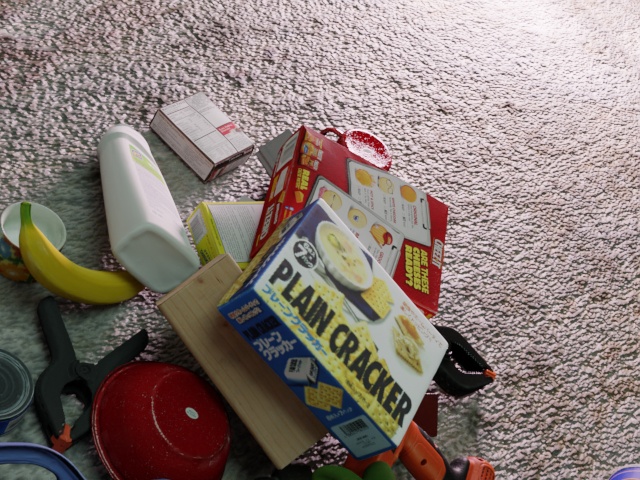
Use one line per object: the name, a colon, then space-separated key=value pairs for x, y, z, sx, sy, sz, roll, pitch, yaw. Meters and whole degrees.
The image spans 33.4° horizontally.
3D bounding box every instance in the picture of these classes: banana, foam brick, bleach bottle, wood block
banana: x=-0.253 y=0.031 z=1.125 sx=0.037 sy=0.069 sz=0.197 roll=18 pitch=-13 yaw=37
foam brick: x=0.090 y=0.198 z=1.223 sx=0.078 sy=0.053 sz=0.051 roll=5 pitch=84 yaw=-32
bleach bottle: x=-0.210 y=-0.054 z=1.239 sx=0.102 sy=0.068 sz=0.251 roll=46 pitch=13 yaw=-39
wood block: x=-0.074 y=0.122 z=1.102 sx=0.090 sy=0.091 sz=0.206 roll=-37 pitch=95 yaw=-9

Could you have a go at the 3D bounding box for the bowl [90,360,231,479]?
bowl: x=-0.144 y=0.183 z=1.061 sx=0.161 sy=0.055 sz=0.162 roll=27 pitch=44 yaw=-30

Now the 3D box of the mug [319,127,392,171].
mug: x=0.038 y=-0.108 z=1.470 sx=0.117 sy=0.082 sz=0.093 roll=49 pitch=42 yaw=15

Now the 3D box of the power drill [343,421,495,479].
power drill: x=0.107 y=0.273 z=1.139 sx=0.187 sy=0.057 sz=0.184 roll=47 pitch=42 yaw=-22

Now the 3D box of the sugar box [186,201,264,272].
sugar box: x=-0.058 y=0.002 z=1.230 sx=0.175 sy=0.048 sz=0.093 roll=0 pitch=57 yaw=-38

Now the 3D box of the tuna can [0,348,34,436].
tuna can: x=-0.318 y=0.144 z=1.018 sx=0.086 sy=0.034 sz=0.086 roll=19 pitch=43 yaw=-19

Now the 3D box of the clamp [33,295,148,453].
clamp: x=-0.251 y=0.131 z=1.075 sx=0.120 sy=0.039 sz=0.171 roll=23 pitch=40 yaw=-6

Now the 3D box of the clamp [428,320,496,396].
clamp: x=0.135 y=0.126 z=1.314 sx=0.209 sy=0.036 sz=0.164 roll=25 pitch=42 yaw=-36

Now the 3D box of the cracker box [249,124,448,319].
cracker box: x=0.037 y=-0.010 z=1.223 sx=0.213 sy=0.072 sz=0.164 roll=28 pitch=50 yaw=-20

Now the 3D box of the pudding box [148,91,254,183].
pudding box: x=-0.154 y=-0.137 z=1.398 sx=0.113 sy=0.039 sz=0.089 roll=44 pitch=41 yaw=12
